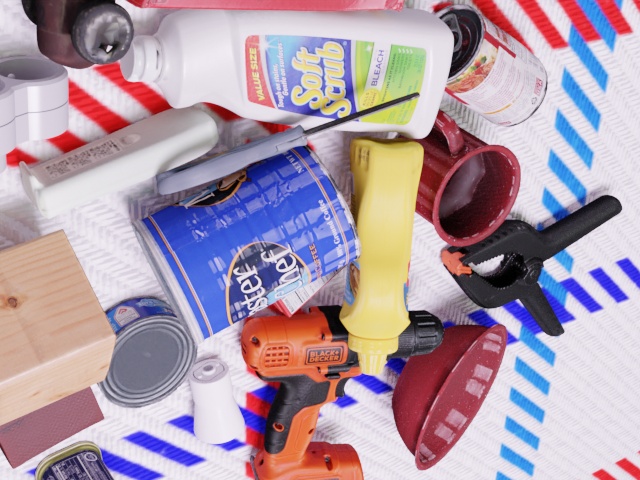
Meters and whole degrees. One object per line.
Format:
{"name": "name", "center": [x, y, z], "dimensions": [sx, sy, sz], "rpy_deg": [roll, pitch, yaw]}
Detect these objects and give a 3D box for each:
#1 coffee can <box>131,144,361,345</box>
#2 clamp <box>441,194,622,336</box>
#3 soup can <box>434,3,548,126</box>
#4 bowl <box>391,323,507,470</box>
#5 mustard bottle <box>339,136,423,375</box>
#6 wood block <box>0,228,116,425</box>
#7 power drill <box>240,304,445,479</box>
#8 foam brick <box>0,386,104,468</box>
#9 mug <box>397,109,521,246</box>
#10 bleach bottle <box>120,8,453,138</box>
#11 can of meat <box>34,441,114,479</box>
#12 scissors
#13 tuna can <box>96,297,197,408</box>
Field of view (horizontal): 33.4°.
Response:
{"name": "coffee can", "center": [-0.055, 0.001, 0.799], "dimensions": [0.140, 0.103, 0.103], "rpy_deg": [-28, 131, -11]}
{"name": "clamp", "center": [0.208, 0.016, 1.058], "dimensions": [0.209, 0.036, 0.165], "rpy_deg": [11, 111, -40]}
{"name": "soup can", "center": [0.134, -0.142, 0.882], "dimensions": [0.102, 0.069, 0.068], "rpy_deg": [23, 102, -43]}
{"name": "bowl", "center": [0.117, 0.140, 1.037], "dimensions": [0.161, 0.055, 0.162], "rpy_deg": [-43, 149, -34]}
{"name": "mustard bottle", "center": [0.047, 0.014, 0.861], "dimensions": [0.058, 0.096, 0.192], "rpy_deg": [3, 99, -4]}
{"name": "wood block", "center": [-0.250, 0.081, 0.700], "dimensions": [0.205, 0.091, 0.090], "rpy_deg": [-22, 163, -25]}
{"name": "power drill", "center": [0.014, 0.143, 0.962], "dimensions": [0.184, 0.057, 0.188], "rpy_deg": [-1, 118, -16]}
{"name": "foam brick", "center": [-0.214, 0.122, 0.805], "dimensions": [0.078, 0.051, 0.053], "rpy_deg": [-27, 129, -20]}
{"name": "mug", "center": [0.106, -0.063, 0.901], "dimensions": [0.093, 0.082, 0.117], "rpy_deg": [-35, 133, -13]}
{"name": "bleach bottle", "center": [-0.025, -0.124, 0.783], "dimensions": [0.250, 0.068, 0.103], "rpy_deg": [-5, 124, -31]}
{"name": "can of meat", "center": [-0.185, 0.231, 0.872], "dimensions": [0.057, 0.084, 0.102], "rpy_deg": [-22, 129, -24]}
{"name": "scissors", "center": [-0.032, -0.067, 0.751], "dimensions": [0.202, 0.096, 0.016], "rpy_deg": [-17, 100, 18]}
{"name": "tuna can", "center": [-0.143, 0.089, 0.848], "dimensions": [0.086, 0.034, 0.086], "rpy_deg": [-18, 127, -26]}
